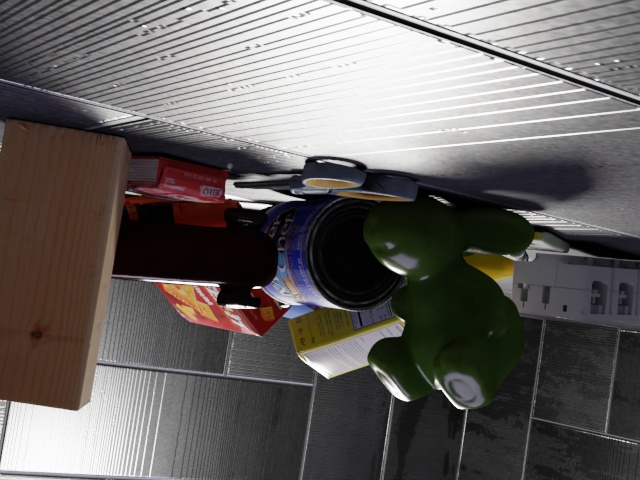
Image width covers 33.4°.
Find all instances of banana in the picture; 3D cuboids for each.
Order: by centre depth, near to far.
[{"bbox_3d":[0.136,0.019,1.051,0.070,0.037,0.197,7,175,26],"label":"banana"}]

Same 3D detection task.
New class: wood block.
[{"bbox_3d":[-0.210,0.019,0.828,0.090,0.206,0.090,9,176,-5],"label":"wood block"}]

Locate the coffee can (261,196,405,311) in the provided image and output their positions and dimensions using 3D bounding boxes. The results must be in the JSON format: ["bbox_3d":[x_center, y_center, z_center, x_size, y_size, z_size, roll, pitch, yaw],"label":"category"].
[{"bbox_3d":[0.005,0.011,0.983,0.102,0.103,0.140,10,175,-23],"label":"coffee can"}]

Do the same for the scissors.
[{"bbox_3d":[-0.020,-0.048,0.840,0.202,0.016,0.096,6,173,35],"label":"scissors"}]

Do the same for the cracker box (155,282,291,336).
[{"bbox_3d":[-0.162,0.048,1.488,0.214,0.072,0.164,4,135,56],"label":"cracker box"}]

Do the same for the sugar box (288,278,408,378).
[{"bbox_3d":[0.067,0.079,1.038,0.176,0.048,0.093,-22,152,13],"label":"sugar box"}]

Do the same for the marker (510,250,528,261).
[{"bbox_3d":[0.217,0.014,1.168,0.020,0.020,0.121,7,176,14],"label":"marker"}]

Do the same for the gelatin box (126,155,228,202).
[{"bbox_3d":[-0.134,-0.052,0.911,0.089,0.030,0.073,5,176,45],"label":"gelatin box"}]

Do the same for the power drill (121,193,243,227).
[{"bbox_3d":[-0.179,-0.013,1.031,0.184,0.057,0.188,-4,-172,-18],"label":"power drill"}]
